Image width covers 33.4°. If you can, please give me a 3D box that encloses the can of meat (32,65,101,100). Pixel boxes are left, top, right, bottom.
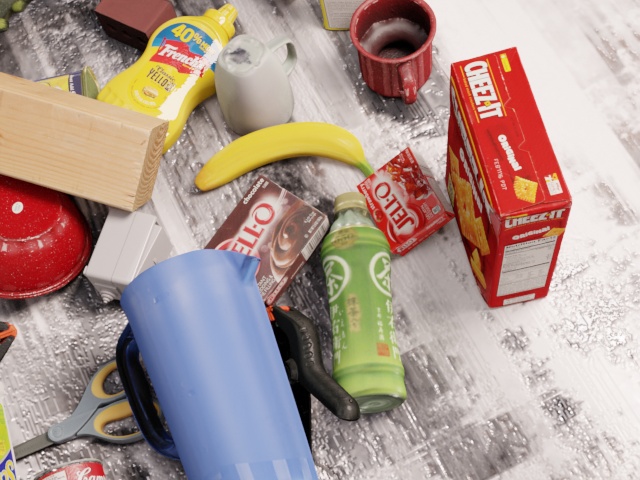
[{"bbox_3d":[-0.291,-0.137,1.197,0.084,0.057,0.102,-12,65,3],"label":"can of meat"}]

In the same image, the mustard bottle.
[{"bbox_3d":[-0.157,-0.195,1.203,0.096,0.058,0.191,36,73,7],"label":"mustard bottle"}]

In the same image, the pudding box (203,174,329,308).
[{"bbox_3d":[-0.057,0.001,1.107,0.090,0.039,0.113,33,79,19],"label":"pudding box"}]

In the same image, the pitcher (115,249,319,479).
[{"bbox_3d":[-0.097,0.143,0.991,0.144,0.149,0.243,-14,65,-18],"label":"pitcher"}]

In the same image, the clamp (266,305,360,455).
[{"bbox_3d":[-0.013,0.128,1.015,0.039,0.120,0.171,6,56,-38],"label":"clamp"}]

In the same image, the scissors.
[{"bbox_3d":[-0.255,0.174,1.071,0.202,0.016,0.096,-9,63,3],"label":"scissors"}]

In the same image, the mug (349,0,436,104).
[{"bbox_3d":[0.085,-0.200,1.163,0.093,0.081,0.117,-17,64,-1],"label":"mug"}]

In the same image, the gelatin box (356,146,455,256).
[{"bbox_3d":[0.087,-0.040,1.100,0.073,0.030,0.089,-37,61,23],"label":"gelatin box"}]

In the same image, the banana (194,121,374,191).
[{"bbox_3d":[-0.039,-0.094,1.154,0.198,0.037,0.069,-4,65,6],"label":"banana"}]

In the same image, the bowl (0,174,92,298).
[{"bbox_3d":[-0.318,-0.019,1.112,0.162,0.055,0.162,9,49,-10],"label":"bowl"}]

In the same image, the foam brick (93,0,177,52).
[{"bbox_3d":[-0.212,-0.258,1.245,0.078,0.053,0.051,26,71,19],"label":"foam brick"}]

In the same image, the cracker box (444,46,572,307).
[{"bbox_3d":[0.169,-0.051,1.009,0.072,0.213,0.164,-14,64,0],"label":"cracker box"}]

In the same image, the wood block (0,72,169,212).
[{"bbox_3d":[-0.273,-0.106,1.110,0.206,0.090,0.091,16,103,1],"label":"wood block"}]

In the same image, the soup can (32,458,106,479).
[{"bbox_3d":[-0.225,0.264,0.996,0.068,0.068,0.102,-20,65,-2],"label":"soup can"}]
